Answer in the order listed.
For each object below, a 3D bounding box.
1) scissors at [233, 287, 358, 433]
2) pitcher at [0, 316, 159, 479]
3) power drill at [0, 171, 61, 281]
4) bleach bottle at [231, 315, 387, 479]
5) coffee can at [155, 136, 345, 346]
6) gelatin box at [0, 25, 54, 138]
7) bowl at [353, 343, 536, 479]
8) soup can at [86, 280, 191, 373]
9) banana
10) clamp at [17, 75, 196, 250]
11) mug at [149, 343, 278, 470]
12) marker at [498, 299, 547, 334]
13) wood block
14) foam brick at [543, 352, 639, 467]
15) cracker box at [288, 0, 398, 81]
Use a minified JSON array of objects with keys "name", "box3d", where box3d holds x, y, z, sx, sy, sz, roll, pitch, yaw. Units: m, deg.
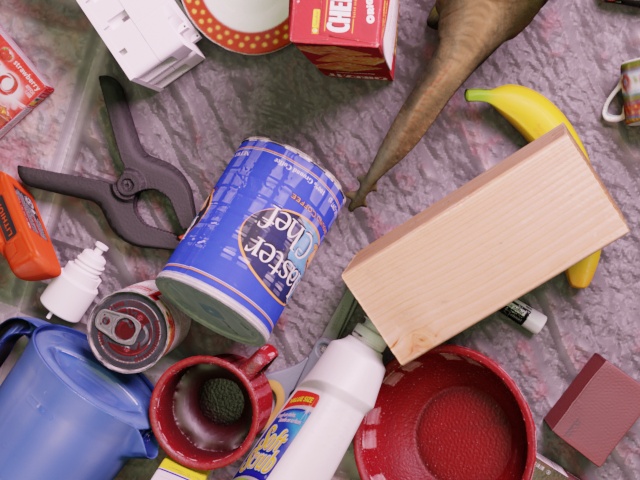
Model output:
[{"name":"scissors","box3d":[-0.017,0.098,0.943,0.096,0.016,0.202,12,94,4]},{"name":"pitcher","box3d":[-0.260,0.194,0.919,0.144,0.149,0.243,34,99,-25]},{"name":"power drill","box3d":[-0.322,0.038,0.918,0.187,0.057,0.184,-28,66,2]},{"name":"bleach bottle","box3d":[-0.018,0.176,0.899,0.068,0.103,0.251,32,88,-17]},{"name":"coffee can","box3d":[-0.056,0.001,0.874,0.103,0.103,0.140,29,71,2]},{"name":"gelatin box","box3d":[-0.293,-0.144,0.945,0.073,0.030,0.089,-40,90,5]},{"name":"bowl","box3d":[0.111,0.169,0.900,0.162,0.055,0.162,-4,82,27]},{"name":"soup can","box3d":[-0.152,0.071,0.909,0.068,0.102,0.068,0,93,4]},{"name":"banana","box3d":[0.196,-0.057,0.906,0.069,0.037,0.198,-31,94,2]},{"name":"clamp","box3d":[-0.179,-0.045,0.937,0.120,0.039,0.171,-39,90,7]},{"name":"mug","box3d":[-0.080,0.131,0.902,0.093,0.081,0.117,43,97,8]},{"name":"marker","box3d":[0.140,0.042,0.925,0.121,0.020,0.020,32,95,2]},{"name":"wood block","box3d":[0.132,0.002,0.860,0.206,0.090,0.091,-33,95,16]},{"name":"foam brick","box3d":[0.236,0.142,0.907,0.053,0.051,0.078,38,95,3]},{"name":"cracker box","box3d":[0.026,-0.217,0.824,0.072,0.213,0.164,5,93,6]}]
